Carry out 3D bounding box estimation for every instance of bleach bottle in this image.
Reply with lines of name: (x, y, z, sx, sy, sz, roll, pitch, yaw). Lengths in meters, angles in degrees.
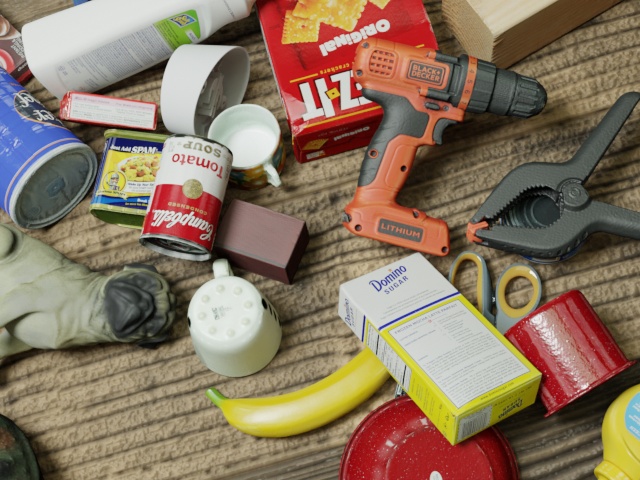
bleach bottle: (-0.164, -0.217, 1.070, 0.251, 0.102, 0.068, -18, 71, 8)

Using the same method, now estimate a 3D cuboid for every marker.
marker: (0.071, 0.162, 0.967, 0.020, 0.020, 0.121, 14, 71, 10)

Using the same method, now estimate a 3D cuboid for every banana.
banana: (-0.006, 0.136, 0.975, 0.198, 0.037, 0.069, -17, 70, -1)

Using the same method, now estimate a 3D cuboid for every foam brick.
foam brick: (-0.057, 0.001, 1.023, 0.078, 0.053, 0.051, 18, 72, 11)

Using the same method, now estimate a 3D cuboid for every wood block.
wood block: (0.233, -0.265, 1.076, 0.206, 0.091, 0.090, -30, 70, -7)

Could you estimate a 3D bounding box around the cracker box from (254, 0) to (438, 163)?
cracker box: (0.026, -0.205, 1.083, 0.164, 0.072, 0.214, -16, 69, 0)

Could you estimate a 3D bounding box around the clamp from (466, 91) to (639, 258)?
clamp: (0.233, -0.048, 0.984, 0.210, 0.036, 0.164, -12, 69, 1)

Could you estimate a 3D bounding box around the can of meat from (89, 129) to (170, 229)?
can of meat: (-0.171, -0.057, 1.055, 0.102, 0.057, 0.084, 7, 72, 9)

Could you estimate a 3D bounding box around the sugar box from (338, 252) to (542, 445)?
sugar box: (0.100, 0.090, 0.941, 0.093, 0.048, 0.176, -21, 45, -24)

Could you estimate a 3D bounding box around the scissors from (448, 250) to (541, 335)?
scissors: (0.168, 0.103, 0.982, 0.096, 0.016, 0.202, -9, 71, 0)

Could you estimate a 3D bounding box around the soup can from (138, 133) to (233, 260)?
soup can: (-0.123, -0.039, 0.988, 0.068, 0.068, 0.102, 10, 75, 9)

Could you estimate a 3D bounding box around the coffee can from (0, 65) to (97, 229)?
coffee can: (-0.305, -0.094, 1.057, 0.140, 0.103, 0.102, 41, 78, 18)

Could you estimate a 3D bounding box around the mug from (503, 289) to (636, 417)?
mug: (0.222, 0.094, 0.942, 0.117, 0.093, 0.081, -17, 70, -43)

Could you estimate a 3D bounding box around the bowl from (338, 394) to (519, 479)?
bowl: (0.097, 0.207, 0.914, 0.162, 0.055, 0.162, 1, 75, -3)

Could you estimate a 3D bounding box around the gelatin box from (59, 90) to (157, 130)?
gelatin box: (-0.211, -0.127, 1.060, 0.089, 0.073, 0.030, 5, 94, -18)

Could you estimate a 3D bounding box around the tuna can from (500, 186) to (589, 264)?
tuna can: (0.215, -0.023, 1.016, 0.086, 0.034, 0.086, -2, 69, 5)

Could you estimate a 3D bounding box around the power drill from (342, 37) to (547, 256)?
power drill: (0.106, -0.084, 0.999, 0.184, 0.057, 0.188, 13, 94, -1)

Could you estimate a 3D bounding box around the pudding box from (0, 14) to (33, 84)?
pudding box: (-0.365, -0.200, 1.137, 0.090, 0.039, 0.113, -43, 71, -10)
